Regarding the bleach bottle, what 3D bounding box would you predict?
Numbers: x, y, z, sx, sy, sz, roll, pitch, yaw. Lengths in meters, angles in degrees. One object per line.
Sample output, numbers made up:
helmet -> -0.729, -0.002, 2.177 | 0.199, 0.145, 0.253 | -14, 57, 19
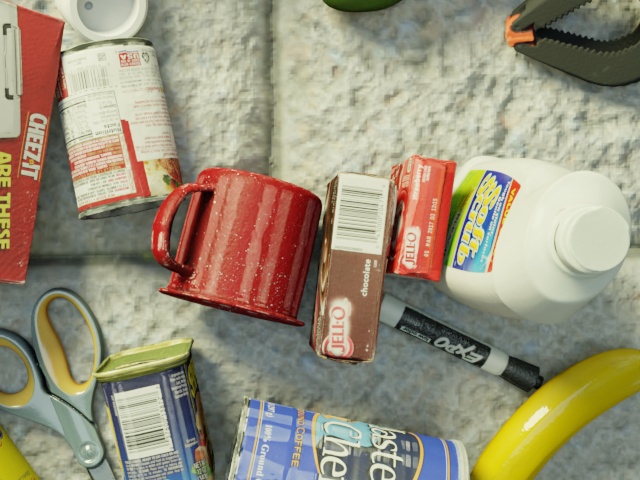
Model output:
bleach bottle -> 0.117, -0.006, 0.594 | 0.068, 0.251, 0.102 | 26, 87, -3

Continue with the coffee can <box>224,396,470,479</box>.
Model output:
coffee can -> 0.010, 0.160, 0.658 | 0.140, 0.103, 0.103 | 13, 88, -3

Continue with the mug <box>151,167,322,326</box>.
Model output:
mug -> -0.054, 0.001, 0.657 | 0.117, 0.093, 0.081 | 19, 81, -42

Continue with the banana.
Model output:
banana -> 0.152, 0.130, 0.696 | 0.198, 0.037, 0.069 | -39, 108, -2

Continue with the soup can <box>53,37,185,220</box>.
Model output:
soup can -> -0.128, -0.069, 0.670 | 0.068, 0.068, 0.102 | -12, 90, -4

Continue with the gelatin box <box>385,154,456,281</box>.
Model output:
gelatin box -> 0.058, -0.013, 0.671 | 0.030, 0.089, 0.073 | 10, 89, -5

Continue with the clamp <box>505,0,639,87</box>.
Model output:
clamp -> 0.225, -0.157, 0.680 | 0.210, 0.036, 0.164 | 1, 121, 10

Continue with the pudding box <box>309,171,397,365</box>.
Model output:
pudding box -> 0.018, 0.017, 0.668 | 0.039, 0.090, 0.113 | 9, 88, -5

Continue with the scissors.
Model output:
scissors -> -0.170, 0.132, 0.690 | 0.096, 0.016, 0.202 | -9, 90, -2

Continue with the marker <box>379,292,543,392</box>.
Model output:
marker -> 0.093, 0.069, 0.707 | 0.121, 0.020, 0.020 | 26, 87, -3

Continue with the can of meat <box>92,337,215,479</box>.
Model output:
can of meat -> -0.098, 0.110, 0.653 | 0.057, 0.102, 0.084 | -12, 92, -4
